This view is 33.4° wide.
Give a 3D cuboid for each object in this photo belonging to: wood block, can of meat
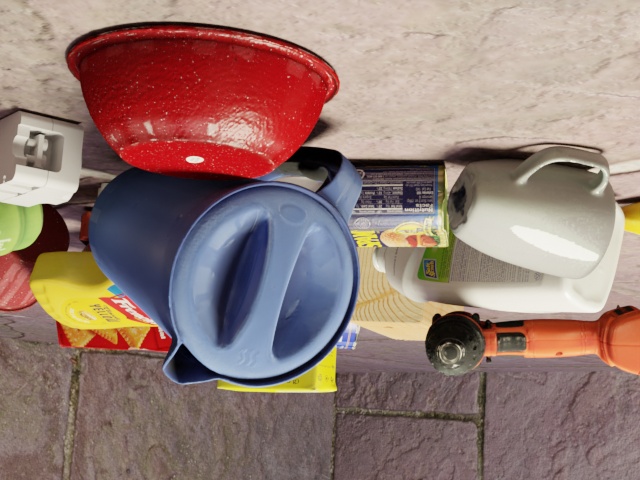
[{"bbox_3d":[0.101,0.063,1.235,0.091,0.090,0.206,1,170,19],"label":"wood block"},{"bbox_3d":[0.059,-0.026,0.848,0.084,0.057,0.102,0,169,9],"label":"can of meat"}]

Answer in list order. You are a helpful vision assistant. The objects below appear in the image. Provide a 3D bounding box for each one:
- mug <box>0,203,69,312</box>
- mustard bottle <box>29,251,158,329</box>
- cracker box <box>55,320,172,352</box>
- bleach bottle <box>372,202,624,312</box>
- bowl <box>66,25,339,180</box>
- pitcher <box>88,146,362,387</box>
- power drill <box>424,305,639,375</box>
[{"bbox_3d":[-0.301,0.003,1.017,0.117,0.093,0.082,36,133,-11],"label":"mug"},{"bbox_3d":[-0.157,0.043,0.947,0.192,0.058,0.096,-4,145,28],"label":"mustard bottle"},{"bbox_3d":[-0.163,0.075,1.183,0.214,0.072,0.163,-1,-171,36],"label":"cracker box"},{"bbox_3d":[0.142,0.009,0.951,0.068,0.102,0.251,25,165,-36],"label":"bleach bottle"},{"bbox_3d":[-0.070,-0.073,0.631,0.162,0.055,0.162,3,169,0],"label":"bowl"},{"bbox_3d":[-0.077,0.002,0.772,0.149,0.145,0.243,-5,-168,-27],"label":"pitcher"},{"bbox_3d":[0.185,0.087,0.924,0.188,0.057,0.184,0,-178,10],"label":"power drill"}]
